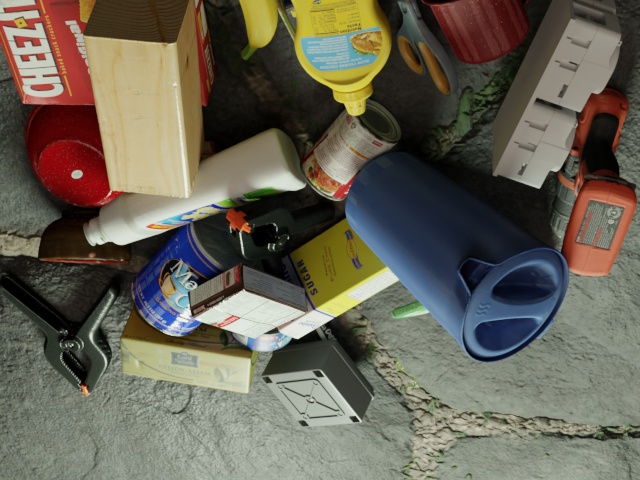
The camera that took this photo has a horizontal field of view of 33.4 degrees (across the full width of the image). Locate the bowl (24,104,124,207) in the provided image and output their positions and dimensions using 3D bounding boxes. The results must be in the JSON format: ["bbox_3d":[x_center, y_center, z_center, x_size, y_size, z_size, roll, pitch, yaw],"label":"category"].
[{"bbox_3d":[-0.279,-0.094,1.258,0.162,0.055,0.162,5,127,6],"label":"bowl"}]

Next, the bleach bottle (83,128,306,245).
[{"bbox_3d":[-0.147,-0.050,1.209,0.251,0.102,0.068,-21,82,10],"label":"bleach bottle"}]

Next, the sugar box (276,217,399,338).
[{"bbox_3d":[0.015,0.038,1.278,0.176,0.093,0.048,-32,145,26],"label":"sugar box"}]

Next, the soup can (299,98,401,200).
[{"bbox_3d":[0.033,-0.102,1.190,0.068,0.068,0.102,34,124,-15],"label":"soup can"}]

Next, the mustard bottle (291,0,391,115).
[{"bbox_3d":[0.020,-0.210,1.048,0.096,0.058,0.191,-7,123,10],"label":"mustard bottle"}]

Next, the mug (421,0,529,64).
[{"bbox_3d":[0.166,-0.238,1.063,0.117,0.093,0.081,-39,123,-9],"label":"mug"}]

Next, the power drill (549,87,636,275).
[{"bbox_3d":[0.279,-0.045,1.115,0.057,0.187,0.184,10,124,3],"label":"power drill"}]

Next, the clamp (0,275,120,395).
[{"bbox_3d":[-0.325,0.126,1.440,0.165,0.036,0.210,-4,128,13],"label":"clamp"}]

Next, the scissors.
[{"bbox_3d":[0.082,-0.234,1.078,0.016,0.096,0.201,-37,115,-11],"label":"scissors"}]

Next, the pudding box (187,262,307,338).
[{"bbox_3d":[-0.084,0.072,1.245,0.090,0.039,0.113,-29,147,31],"label":"pudding box"}]

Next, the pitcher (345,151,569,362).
[{"bbox_3d":[0.137,0.011,1.116,0.144,0.243,0.149,-18,130,-25],"label":"pitcher"}]

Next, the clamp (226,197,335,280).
[{"bbox_3d":[-0.058,0.002,1.222,0.039,0.171,0.120,34,104,32],"label":"clamp"}]

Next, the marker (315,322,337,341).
[{"bbox_3d":[0.010,0.127,1.395,0.020,0.020,0.121,-16,122,20],"label":"marker"}]

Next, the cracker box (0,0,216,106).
[{"bbox_3d":[-0.229,-0.223,1.129,0.214,0.072,0.164,1,137,8],"label":"cracker box"}]

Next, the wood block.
[{"bbox_3d":[-0.173,-0.149,1.078,0.090,0.090,0.206,6,139,3],"label":"wood block"}]

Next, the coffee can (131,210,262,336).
[{"bbox_3d":[-0.151,0.037,1.303,0.102,0.102,0.141,36,124,-17],"label":"coffee can"}]

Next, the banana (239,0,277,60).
[{"bbox_3d":[-0.091,-0.275,1.102,0.070,0.037,0.197,-13,123,19],"label":"banana"}]

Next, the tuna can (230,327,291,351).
[{"bbox_3d":[-0.073,0.100,1.347,0.086,0.086,0.034,11,129,2],"label":"tuna can"}]
